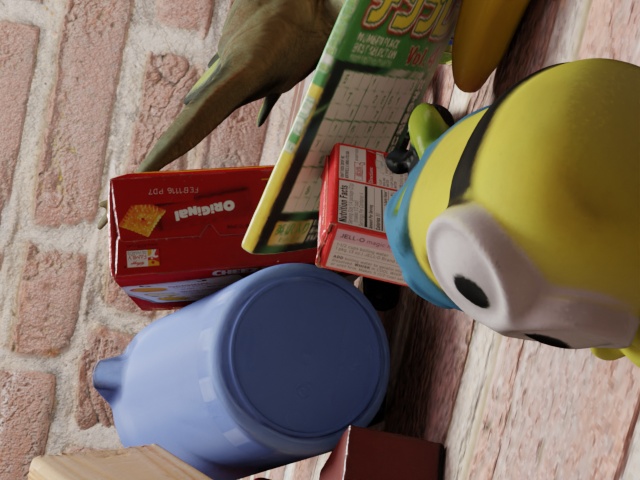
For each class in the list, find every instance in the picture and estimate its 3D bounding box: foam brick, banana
[{"bbox_3d":[0.029,0.138,0.561,0.078,0.053,0.051,113,167,-58],"label":"foam brick"},{"bbox_3d":[0.096,-0.129,0.515,0.198,0.037,0.069,137,145,-80],"label":"banana"}]

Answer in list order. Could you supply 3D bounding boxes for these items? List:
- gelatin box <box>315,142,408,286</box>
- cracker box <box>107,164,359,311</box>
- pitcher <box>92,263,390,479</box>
[{"bbox_3d":[0.043,-0.009,0.524,0.073,0.089,0.030,-86,10,-53],"label":"gelatin box"},{"bbox_3d":[-0.055,0.001,0.745,0.214,0.164,0.072,118,147,-80],"label":"cracker box"},{"bbox_3d":[-0.040,0.093,0.693,0.145,0.149,0.243,58,155,0],"label":"pitcher"}]
